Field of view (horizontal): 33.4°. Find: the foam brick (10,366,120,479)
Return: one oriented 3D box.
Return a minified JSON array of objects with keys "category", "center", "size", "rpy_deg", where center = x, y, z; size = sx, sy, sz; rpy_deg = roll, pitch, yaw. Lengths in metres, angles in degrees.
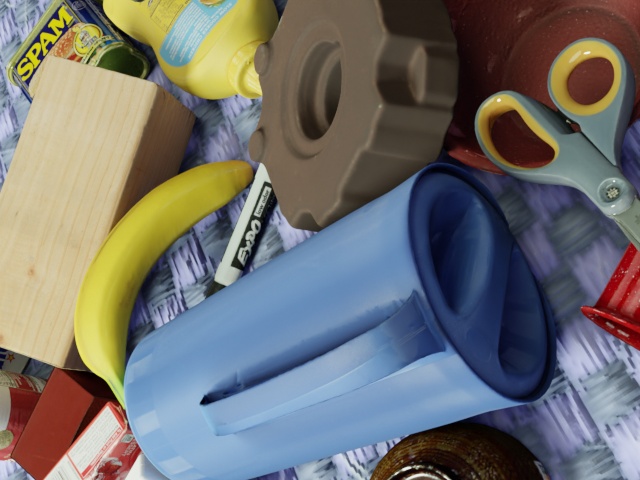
[{"category":"foam brick","center":[-0.175,0.137,0.768],"size":[0.051,0.052,0.078],"rpy_deg":[29,93,38]}]

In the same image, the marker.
[{"category":"marker","center":[-0.055,0.001,0.746],"size":[0.020,0.020,0.121],"rpy_deg":[22,89,38]}]

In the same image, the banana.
[{"category":"banana","center":[-0.115,0.013,0.724],"size":[0.037,0.069,0.197],"rpy_deg":[-22,38,59]}]

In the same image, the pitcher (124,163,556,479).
[{"category":"pitcher","center":[-0.004,0.065,0.607],"size":[0.243,0.149,0.145],"rpy_deg":[-27,47,33]}]

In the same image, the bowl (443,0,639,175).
[{"category":"bowl","center":[0.136,-0.107,0.621],"size":[0.162,0.055,0.162],"rpy_deg":[-12,69,32]}]

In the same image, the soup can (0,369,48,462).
[{"category":"soup can","center":[-0.252,0.128,0.794],"size":[0.069,0.102,0.068],"rpy_deg":[-12,69,32]}]

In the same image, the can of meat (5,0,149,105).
[{"category":"can of meat","center":[-0.197,-0.140,0.870],"size":[0.102,0.057,0.084],"rpy_deg":[-49,57,13]}]

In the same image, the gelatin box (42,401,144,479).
[{"category":"gelatin box","center":[-0.137,0.152,0.723],"size":[0.089,0.073,0.030],"rpy_deg":[-49,55,12]}]

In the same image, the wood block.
[{"category":"wood block","center":[-0.174,-0.017,0.778],"size":[0.090,0.090,0.206],"rpy_deg":[16,85,14]}]

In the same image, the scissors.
[{"category":"scissors","center":[0.152,-0.039,0.520],"size":[0.096,0.016,0.202],"rpy_deg":[-51,42,3]}]

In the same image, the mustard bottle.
[{"category":"mustard bottle","center":[-0.084,-0.161,0.794],"size":[0.096,0.058,0.192],"rpy_deg":[-49,53,7]}]
